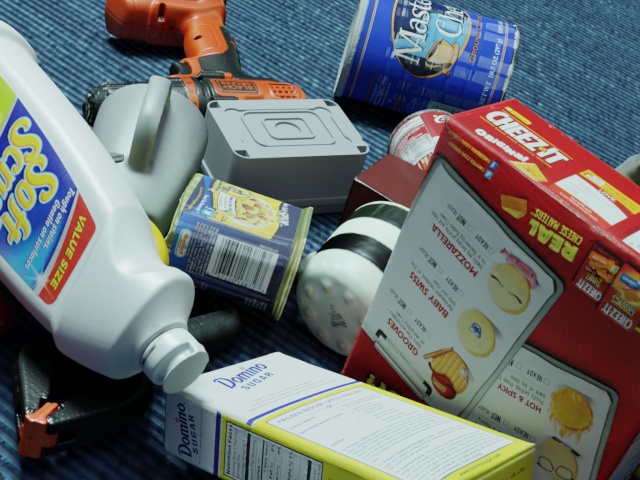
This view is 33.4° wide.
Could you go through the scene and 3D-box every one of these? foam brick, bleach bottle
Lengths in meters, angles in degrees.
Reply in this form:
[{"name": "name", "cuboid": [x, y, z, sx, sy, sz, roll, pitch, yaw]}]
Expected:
[{"name": "foam brick", "cuboid": [0.047, -0.012, 0.757, 0.051, 0.078, 0.052, 34, 40, 19]}, {"name": "bleach bottle", "cuboid": [-0.143, -0.017, 0.597, 0.251, 0.102, 0.068, 44, 2, 26]}]

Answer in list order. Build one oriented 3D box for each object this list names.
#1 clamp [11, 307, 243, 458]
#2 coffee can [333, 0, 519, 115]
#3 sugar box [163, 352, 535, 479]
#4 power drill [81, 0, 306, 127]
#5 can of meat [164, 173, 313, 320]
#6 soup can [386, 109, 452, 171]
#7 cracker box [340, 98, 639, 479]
[{"name": "clamp", "cuboid": [-0.115, 0.068, 0.622, 0.120, 0.039, 0.171, 13, 33, 3]}, {"name": "coffee can", "cuboid": [0.092, -0.160, 0.945, 0.140, 0.103, 0.102, 15, 36, -3]}, {"name": "sugar box", "cuboid": [0.010, 0.108, 0.554, 0.177, 0.048, 0.093, 12, 15, 40]}, {"name": "power drill", "cuboid": [-0.121, -0.145, 0.882, 0.184, 0.057, 0.188, -1, 43, -29]}, {"name": "can of meat", "cuboid": [-0.055, 0.001, 0.696, 0.084, 0.057, 0.102, 19, 18, -3]}, {"name": "soup can", "cuboid": [0.093, -0.051, 0.819, 0.068, 0.068, 0.102, 8, 27, -12]}, {"name": "cracker box", "cuboid": [0.108, 0.058, 0.576, 0.071, 0.214, 0.164, -20, 50, -42]}]
